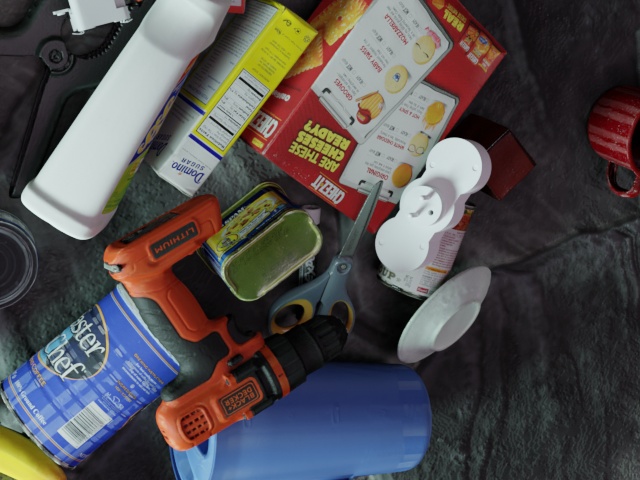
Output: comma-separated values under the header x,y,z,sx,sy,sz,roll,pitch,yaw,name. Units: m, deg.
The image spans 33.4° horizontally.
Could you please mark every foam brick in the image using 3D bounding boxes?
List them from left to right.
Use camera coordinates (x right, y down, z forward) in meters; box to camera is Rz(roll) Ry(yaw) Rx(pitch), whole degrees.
x,y,z,sx,sy,sz,roll,pitch,yaw,name
0.161,-0.083,1.041,0.051,0.078,0.053,-44,116,-2,foam brick

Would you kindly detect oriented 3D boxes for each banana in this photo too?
x,y,z,sx,sy,sz,roll,pitch,yaw,name
-0.315,0.181,0.935,0.197,0.069,0.037,12,115,-4,banana

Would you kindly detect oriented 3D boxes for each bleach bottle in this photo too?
x,y,z,sx,sy,sz,roll,pitch,yaw,name
-0.144,-0.125,0.864,0.068,0.102,0.251,33,101,-4,bleach bottle

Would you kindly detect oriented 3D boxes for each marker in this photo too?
x,y,z,sx,sy,sz,roll,pitch,yaw,name
-0.012,0.025,1.042,0.020,0.020,0.121,-4,109,-21,marker

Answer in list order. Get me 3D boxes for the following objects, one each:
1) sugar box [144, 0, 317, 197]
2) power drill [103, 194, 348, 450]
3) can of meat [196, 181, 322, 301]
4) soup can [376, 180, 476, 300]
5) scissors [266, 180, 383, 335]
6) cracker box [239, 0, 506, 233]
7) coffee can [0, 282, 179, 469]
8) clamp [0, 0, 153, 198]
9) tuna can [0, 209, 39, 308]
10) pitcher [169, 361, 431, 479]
x,y,z,sx,sy,sz,roll,pitch,yaw,name
-0.083,-0.127,0.920,0.048,0.093,0.176,34,94,-27,sugar box
-0.082,0.059,0.899,0.184,0.057,0.187,-30,103,-20,power drill
-0.056,0.001,0.980,0.102,0.084,0.057,-39,117,-6,can of meat
0.103,0.001,1.052,0.068,0.069,0.102,16,102,-26,soup can
0.001,0.028,1.000,0.096,0.016,0.202,-3,128,-12,scissors
0.046,-0.138,0.967,0.164,0.072,0.214,34,94,-41,cracker box
-0.198,0.120,0.954,0.140,0.103,0.102,-40,118,-5,coffee can
-0.231,-0.158,0.881,0.210,0.036,0.164,-44,119,-5,clamp
-0.288,0.017,0.921,0.086,0.034,0.086,-7,110,-19,tuna can
-0.018,0.186,1.033,0.242,0.145,0.149,2,117,-25,pitcher
